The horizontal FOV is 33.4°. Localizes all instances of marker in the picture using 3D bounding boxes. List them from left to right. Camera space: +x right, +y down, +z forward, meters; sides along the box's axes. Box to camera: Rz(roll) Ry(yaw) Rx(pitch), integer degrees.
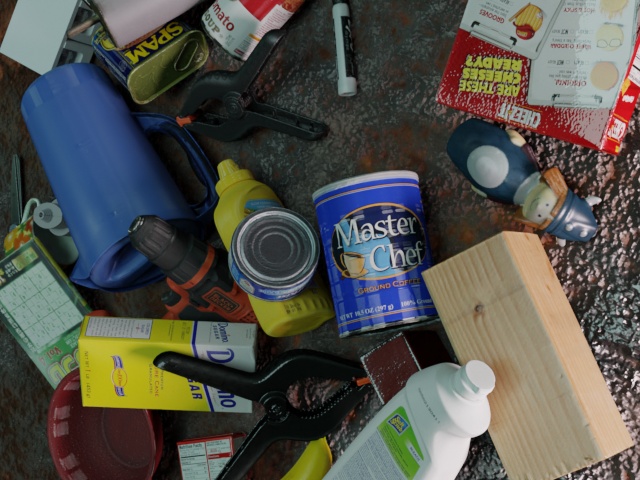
[{"bbox_3d":[0.023,-0.208,1.085,0.020,0.020,0.121,-8,84,29],"label":"marker"}]

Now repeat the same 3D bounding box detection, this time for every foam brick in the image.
[{"bbox_3d":[0.084,0.118,1.000,0.051,0.078,0.053,-35,69,24],"label":"foam brick"}]

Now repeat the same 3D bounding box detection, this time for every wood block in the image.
[{"bbox_3d":[0.181,0.104,0.938,0.091,0.090,0.206,-29,74,26],"label":"wood block"}]

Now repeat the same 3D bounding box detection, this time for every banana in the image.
[{"bbox_3d":[-0.060,0.260,1.077,0.198,0.037,0.070,-34,56,2],"label":"banana"}]

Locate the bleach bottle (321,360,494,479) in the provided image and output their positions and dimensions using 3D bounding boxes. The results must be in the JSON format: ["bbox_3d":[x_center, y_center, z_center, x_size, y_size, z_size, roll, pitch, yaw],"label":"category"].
[{"bbox_3d":[0.084,0.193,0.948,0.103,0.067,0.251,55,136,22],"label":"bleach bottle"}]

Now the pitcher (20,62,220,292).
[{"bbox_3d":[-0.225,-0.079,1.168,0.145,0.148,0.243,-49,62,39],"label":"pitcher"}]

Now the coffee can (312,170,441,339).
[{"bbox_3d":[0.055,0.015,1.007,0.103,0.102,0.140,-15,80,28],"label":"coffee can"}]

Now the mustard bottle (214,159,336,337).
[{"bbox_3d":[-0.057,0.002,1.075,0.058,0.096,0.192,-36,71,30],"label":"mustard bottle"}]

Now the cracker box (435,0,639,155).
[{"bbox_3d":[0.216,-0.200,0.946,0.164,0.072,0.214,22,99,29],"label":"cracker box"}]

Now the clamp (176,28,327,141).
[{"bbox_3d":[-0.074,-0.139,1.117,0.172,0.039,0.120,-20,102,40],"label":"clamp"}]

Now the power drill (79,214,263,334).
[{"bbox_3d":[-0.164,0.066,1.101,0.188,0.184,0.057,-35,32,30],"label":"power drill"}]

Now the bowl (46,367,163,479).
[{"bbox_3d":[-0.227,0.213,1.178,0.162,0.055,0.162,3,96,32],"label":"bowl"}]

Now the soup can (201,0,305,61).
[{"bbox_3d":[-0.067,-0.245,1.111,0.102,0.068,0.068,-42,69,22],"label":"soup can"}]

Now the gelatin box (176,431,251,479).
[{"bbox_3d":[-0.110,0.251,1.130,0.073,0.030,0.089,-13,82,30],"label":"gelatin box"}]

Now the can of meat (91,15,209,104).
[{"bbox_3d":[-0.188,-0.212,1.167,0.102,0.057,0.084,-37,62,-14],"label":"can of meat"}]

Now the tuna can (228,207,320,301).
[{"bbox_3d":[-0.043,0.012,1.006,0.086,0.034,0.086,3,66,-7],"label":"tuna can"}]

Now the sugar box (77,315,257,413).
[{"bbox_3d":[-0.153,0.127,1.084,0.176,0.048,0.093,4,125,-1],"label":"sugar box"}]

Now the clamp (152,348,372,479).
[{"bbox_3d":[-0.052,0.153,1.045,0.210,0.036,0.164,-24,102,2],"label":"clamp"}]

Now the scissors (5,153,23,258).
[{"bbox_3d":[-0.353,0.001,1.291,0.096,0.016,0.202,13,94,28],"label":"scissors"}]
